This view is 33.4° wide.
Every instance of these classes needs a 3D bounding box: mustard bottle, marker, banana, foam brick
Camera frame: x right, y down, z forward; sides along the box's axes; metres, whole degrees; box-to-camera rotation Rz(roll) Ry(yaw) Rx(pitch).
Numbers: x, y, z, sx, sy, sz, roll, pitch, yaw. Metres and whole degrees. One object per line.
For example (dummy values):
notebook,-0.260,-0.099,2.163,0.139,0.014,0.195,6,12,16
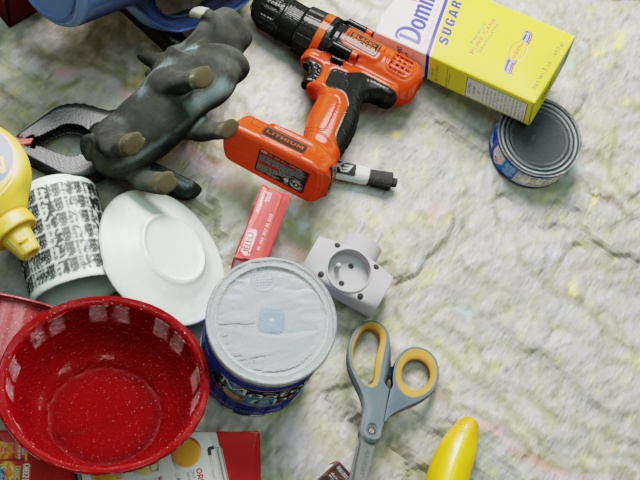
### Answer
mustard bottle,-0.293,-0.060,0.868,0.096,0.058,0.192,-38,81,-18
marker,0.014,-0.067,1.014,0.121,0.020,0.020,12,69,-5
banana,0.116,0.251,0.914,0.069,0.037,0.198,2,71,-27
foam brick,-0.298,-0.253,1.009,0.051,0.053,0.078,-38,82,-19

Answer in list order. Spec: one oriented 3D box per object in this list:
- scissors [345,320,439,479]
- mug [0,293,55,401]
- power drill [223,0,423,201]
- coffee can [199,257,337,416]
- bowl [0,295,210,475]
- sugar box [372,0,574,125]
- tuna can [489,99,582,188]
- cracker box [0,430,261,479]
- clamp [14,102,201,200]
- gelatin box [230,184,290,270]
scissors,0.061,0.162,0.921,0.096,0.016,0.201,9,56,-15
mug,-0.271,0.091,0.879,0.117,0.093,0.081,7,74,10
power drill,-0.015,-0.141,1.002,0.184,0.057,0.187,27,60,6
coffee can,-0.048,0.084,0.886,0.102,0.140,0.103,3,71,-9
bowl,-0.168,0.122,0.831,0.162,0.055,0.162,5,49,-6
sugar box,0.148,-0.192,1.045,0.176,0.048,0.093,28,67,13
tuna can,0.210,-0.096,1.049,0.086,0.034,0.086,3,71,-8
cracker box,-0.156,0.238,0.853,0.213,0.072,0.164,2,71,-10
clamp,-0.194,-0.099,0.981,0.171,0.039,0.120,5,64,-15
gelatin box,-0.056,0.001,0.941,0.030,0.089,0.073,21,69,-2
